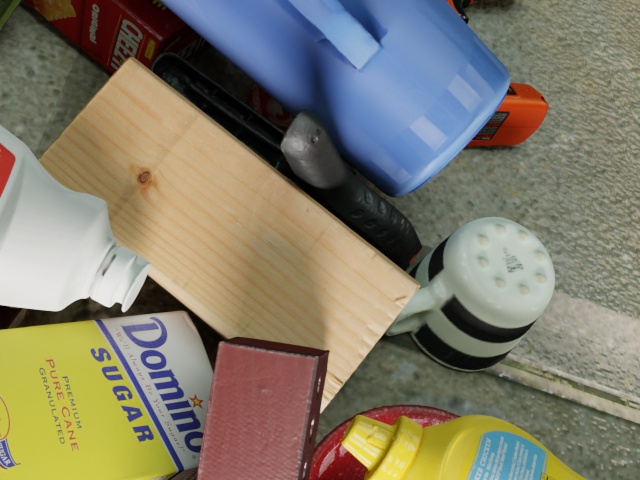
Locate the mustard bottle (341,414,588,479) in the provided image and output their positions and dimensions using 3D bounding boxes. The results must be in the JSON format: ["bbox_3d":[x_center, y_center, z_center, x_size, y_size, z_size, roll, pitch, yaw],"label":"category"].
[{"bbox_3d":[0.097,0.146,0.556,0.191,0.058,0.096,31,54,-1],"label":"mustard bottle"}]

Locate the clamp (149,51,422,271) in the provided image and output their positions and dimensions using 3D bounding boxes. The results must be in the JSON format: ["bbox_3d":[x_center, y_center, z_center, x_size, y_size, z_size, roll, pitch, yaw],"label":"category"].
[{"bbox_3d":[0.003,-0.035,0.645,0.209,0.165,0.036,39,86,-34],"label":"clamp"}]

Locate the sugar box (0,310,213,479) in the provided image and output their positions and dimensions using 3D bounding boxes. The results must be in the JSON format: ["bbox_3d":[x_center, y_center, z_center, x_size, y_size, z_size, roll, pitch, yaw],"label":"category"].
[{"bbox_3d":[-0.131,0.090,0.545,0.175,0.048,0.093,-6,65,-42],"label":"sugar box"}]

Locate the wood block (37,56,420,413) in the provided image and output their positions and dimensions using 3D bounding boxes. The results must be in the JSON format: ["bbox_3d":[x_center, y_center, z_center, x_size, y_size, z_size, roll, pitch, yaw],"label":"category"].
[{"bbox_3d":[-0.054,0.000,0.620,0.206,0.090,0.091,39,81,4],"label":"wood block"}]

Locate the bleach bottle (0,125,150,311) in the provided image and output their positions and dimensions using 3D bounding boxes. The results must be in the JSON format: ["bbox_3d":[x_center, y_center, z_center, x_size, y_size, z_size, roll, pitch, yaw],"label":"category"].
[{"bbox_3d":[-0.202,-0.039,0.550,0.251,0.068,0.102,27,48,1],"label":"bleach bottle"}]

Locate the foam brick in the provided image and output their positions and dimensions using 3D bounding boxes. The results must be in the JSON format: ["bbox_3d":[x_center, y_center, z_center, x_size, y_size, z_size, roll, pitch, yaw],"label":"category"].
[{"bbox_3d":[-0.028,0.090,0.537,0.051,0.053,0.078,9,88,6],"label":"foam brick"}]

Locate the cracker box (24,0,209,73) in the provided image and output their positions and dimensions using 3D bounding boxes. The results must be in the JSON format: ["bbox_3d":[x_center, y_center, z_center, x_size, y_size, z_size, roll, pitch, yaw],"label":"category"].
[{"bbox_3d":[-0.148,-0.223,0.752,0.214,0.072,0.164,40,53,4],"label":"cracker box"}]

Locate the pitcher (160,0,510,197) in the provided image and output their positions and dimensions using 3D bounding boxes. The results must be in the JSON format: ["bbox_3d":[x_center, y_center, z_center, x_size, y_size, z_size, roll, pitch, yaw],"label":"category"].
[{"bbox_3d":[-0.004,-0.141,0.643,0.243,0.145,0.149,43,52,-5],"label":"pitcher"}]
